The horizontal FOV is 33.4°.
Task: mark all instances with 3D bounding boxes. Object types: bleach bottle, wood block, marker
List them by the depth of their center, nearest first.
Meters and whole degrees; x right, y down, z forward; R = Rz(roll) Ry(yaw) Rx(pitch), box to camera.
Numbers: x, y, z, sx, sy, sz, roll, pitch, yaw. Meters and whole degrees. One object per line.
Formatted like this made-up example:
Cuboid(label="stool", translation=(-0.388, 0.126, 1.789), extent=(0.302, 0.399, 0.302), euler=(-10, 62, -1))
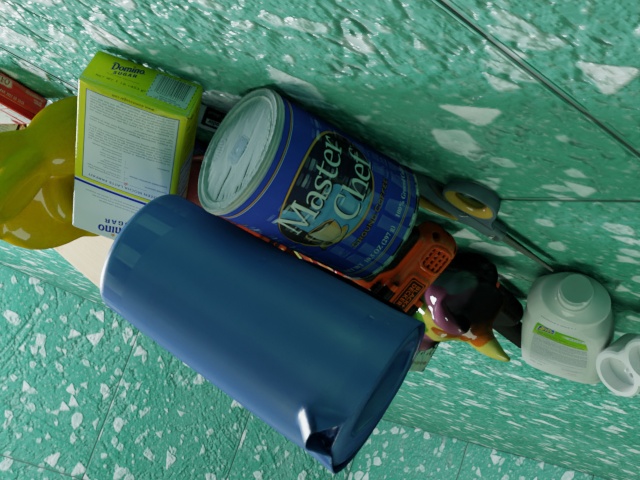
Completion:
Cuboid(label="marker", translation=(-0.056, -0.087, 0.898), extent=(0.121, 0.020, 0.020), euler=(21, 168, -8))
Cuboid(label="bleach bottle", translation=(0.256, 0.084, 1.076), extent=(0.103, 0.068, 0.251), euler=(15, 165, 13))
Cuboid(label="wood block", translation=(-0.237, 0.005, 1.283), extent=(0.090, 0.091, 0.206), euler=(14, -171, -37))

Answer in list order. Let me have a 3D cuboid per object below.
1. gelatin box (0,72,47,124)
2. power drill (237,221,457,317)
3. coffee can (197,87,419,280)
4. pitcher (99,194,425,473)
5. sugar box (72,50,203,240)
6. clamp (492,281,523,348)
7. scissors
Cuboid(label="gelatin box", translation=(-0.325, -0.143, 1.050), extent=(0.089, 0.030, 0.073), euler=(5, 162, 42))
Cuboid(label="power drill", translation=(0.010, 0.028, 0.982), extent=(0.187, 0.184, 0.057), euler=(32, -168, -31))
Cuboid(label="coffee can", translation=(-0.009, -0.042, 0.826), extent=(0.140, 0.103, 0.103), euler=(26, 167, -30))
Cuboid(label="pitcher", translation=(-0.044, 0.061, 0.847), extent=(0.243, 0.145, 0.149), euler=(31, 170, 15))
Cuboid(label="sugar box", translation=(-0.157, -0.068, 0.898), extent=(0.093, 0.048, 0.176), euler=(20, 140, 2))
Cuboid(label="clamp", translation=(0.188, 0.078, 1.213), extent=(0.164, 0.036, 0.210), euler=(23, 170, -1))
Cuboid(label="scissors", translation=(0.155, -0.012, 0.910), extent=(0.201, 0.016, 0.096), euler=(25, 167, -25))
